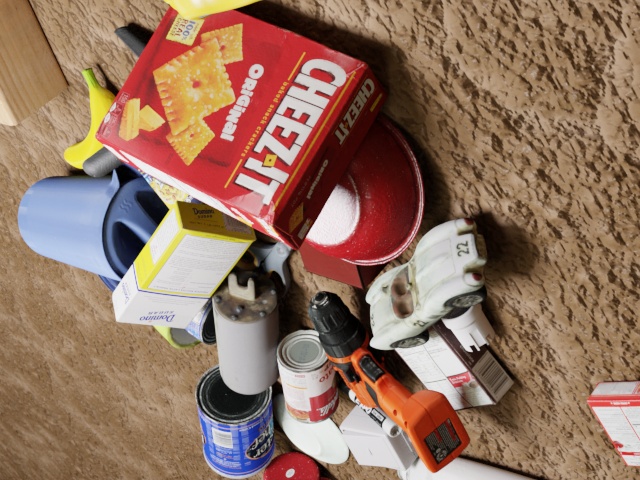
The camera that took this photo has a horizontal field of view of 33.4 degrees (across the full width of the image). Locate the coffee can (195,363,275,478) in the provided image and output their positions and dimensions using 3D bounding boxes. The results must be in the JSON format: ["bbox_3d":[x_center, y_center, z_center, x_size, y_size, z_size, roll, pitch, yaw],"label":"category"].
[{"bbox_3d":[-0.115,0.247,1.463,0.103,0.102,0.140,28,144,23],"label":"coffee can"}]

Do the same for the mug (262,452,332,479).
[{"bbox_3d":[-0.028,0.357,1.517,0.117,0.093,0.081,3,132,5],"label":"mug"}]

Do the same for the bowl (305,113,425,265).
[{"bbox_3d":[0.015,-0.045,0.990,0.162,0.055,0.162,16,117,34],"label":"bowl"}]

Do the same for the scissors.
[{"bbox_3d":[-0.058,0.001,1.204,0.096,0.016,0.202,34,146,11],"label":"scissors"}]

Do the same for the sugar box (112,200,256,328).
[{"bbox_3d":[-0.154,0.030,1.182,0.176,0.093,0.048,-47,46,39],"label":"sugar box"}]

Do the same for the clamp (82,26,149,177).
[{"bbox_3d":[-0.145,-0.131,1.058,0.210,0.164,0.036,10,169,30],"label":"clamp"}]

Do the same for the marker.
[{"bbox_3d":[0.056,0.194,1.259,0.121,0.020,0.020,36,154,53],"label":"marker"}]

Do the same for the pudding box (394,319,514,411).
[{"bbox_3d":[0.133,0.124,1.114,0.113,0.039,0.090,52,149,-7],"label":"pudding box"}]

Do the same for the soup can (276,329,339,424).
[{"bbox_3d":[-0.015,0.165,1.294,0.069,0.068,0.102,24,142,29],"label":"soup can"}]

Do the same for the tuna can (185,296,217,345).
[{"bbox_3d":[-0.130,0.084,1.312,0.034,0.086,0.086,31,145,23],"label":"tuna can"}]

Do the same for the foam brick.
[{"bbox_3d":[0.023,0.007,1.089,0.078,0.053,0.051,17,139,36],"label":"foam brick"}]

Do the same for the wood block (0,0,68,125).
[{"bbox_3d":[-0.387,-0.245,1.223,0.091,0.090,0.206,15,138,39],"label":"wood block"}]

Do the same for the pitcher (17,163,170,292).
[{"bbox_3d":[-0.270,-0.011,1.322,0.144,0.149,0.243,25,169,-41],"label":"pitcher"}]

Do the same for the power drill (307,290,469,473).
[{"bbox_3d":[0.069,0.149,1.138,0.188,0.057,0.184,41,167,48],"label":"power drill"}]

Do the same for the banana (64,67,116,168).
[{"bbox_3d":[-0.269,-0.129,1.277,0.070,0.037,0.198,58,148,13],"label":"banana"}]

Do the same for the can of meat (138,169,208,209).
[{"bbox_3d":[-0.148,-0.073,1.184,0.084,0.057,0.102,51,146,-6],"label":"can of meat"}]

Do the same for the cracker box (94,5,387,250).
[{"bbox_3d":[-0.074,-0.113,0.952,0.214,0.164,0.072,27,173,27],"label":"cracker box"}]

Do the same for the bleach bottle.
[{"bbox_3d":[0.195,0.303,1.226,0.251,0.068,0.102,11,135,44],"label":"bleach bottle"}]
